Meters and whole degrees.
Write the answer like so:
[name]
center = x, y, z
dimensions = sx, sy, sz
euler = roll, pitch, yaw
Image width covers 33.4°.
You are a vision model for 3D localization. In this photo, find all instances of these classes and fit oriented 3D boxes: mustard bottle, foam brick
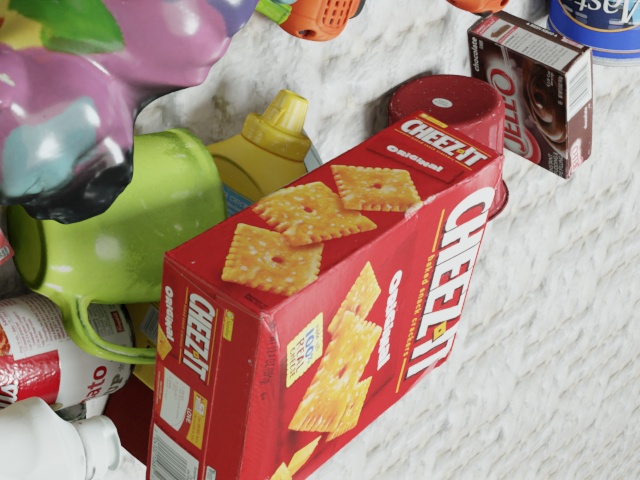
[mustard bottle]
center = -0.054, 0.001, 0.633
dimensions = 0.058, 0.096, 0.192
euler = 5, 113, -53
[foam brick]
center = -0.096, 0.111, 0.714
dimensions = 0.078, 0.051, 0.053
euler = 0, 118, -51

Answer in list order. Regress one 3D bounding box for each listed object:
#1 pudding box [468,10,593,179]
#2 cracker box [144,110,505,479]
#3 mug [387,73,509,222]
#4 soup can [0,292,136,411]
[pudding box]
center = 0.161, -0.110, 0.811
dimensions = 0.039, 0.090, 0.113
euler = -41, 143, -23
[cracker box]
center = 0.006, 0.043, 0.587
dimensions = 0.213, 0.072, 0.164
euler = -31, 143, -42
[mug]
center = 0.093, -0.073, 0.772
dimensions = 0.117, 0.093, 0.081
euler = -66, 157, -49
[soup can]
center = -0.160, 0.062, 0.578
dimensions = 0.102, 0.069, 0.068
euler = -12, 127, -45
